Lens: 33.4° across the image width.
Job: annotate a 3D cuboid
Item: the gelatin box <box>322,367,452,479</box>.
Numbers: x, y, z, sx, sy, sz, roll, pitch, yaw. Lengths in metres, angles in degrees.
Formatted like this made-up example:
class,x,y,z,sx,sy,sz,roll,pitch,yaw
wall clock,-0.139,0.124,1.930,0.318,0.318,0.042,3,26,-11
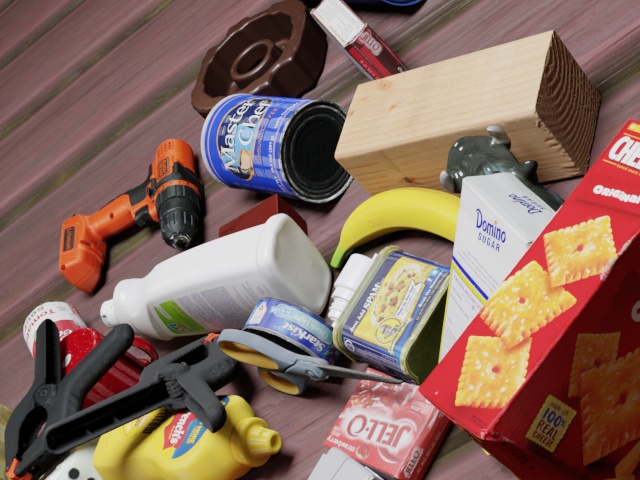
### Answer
class,x,y,z,sx,sy,sz,roll,pitch,yaw
gelatin box,0.054,0.146,0.832,0.089,0.030,0.073,13,67,51

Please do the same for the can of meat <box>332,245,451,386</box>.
class,x,y,z,sx,sy,sz,roll,pitch,yaw
can of meat,0.073,0.062,0.870,0.084,0.057,0.102,18,70,49

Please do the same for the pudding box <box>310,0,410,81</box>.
class,x,y,z,sx,sy,sz,roll,pitch,yaw
pudding box,0.044,-0.205,1.120,0.039,0.090,0.114,-44,36,6

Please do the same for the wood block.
class,x,y,z,sx,sy,sz,roll,pitch,yaw
wood block,0.126,-0.099,0.937,0.207,0.090,0.090,-9,50,40

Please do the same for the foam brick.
class,x,y,z,sx,sy,sz,roll,pitch,yaw
foam brick,-0.057,0.001,1.063,0.078,0.051,0.053,-30,39,22

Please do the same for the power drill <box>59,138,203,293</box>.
class,x,y,z,sx,sy,sz,roll,pitch,yaw
power drill,-0.217,-0.018,1.240,0.188,0.057,0.184,-32,35,16

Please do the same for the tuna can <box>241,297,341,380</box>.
class,x,y,z,sx,sy,sz,roll,pitch,yaw
tuna can,-0.024,0.085,0.922,0.086,0.086,0.033,3,57,47

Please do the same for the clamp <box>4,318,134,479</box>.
class,x,y,z,sx,sy,sz,roll,pitch,yaw
clamp,-0.254,0.144,1.005,0.120,0.039,0.171,6,58,43

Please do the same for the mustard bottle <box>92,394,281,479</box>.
class,x,y,z,sx,sy,sz,roll,pitch,yaw
mustard bottle,-0.110,0.177,0.942,0.192,0.058,0.096,-8,29,40

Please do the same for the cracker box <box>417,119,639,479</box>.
class,x,y,z,sx,sy,sz,roll,pitch,yaw
cracker box,0.185,0.060,0.666,0.213,0.164,0.072,-50,39,-4

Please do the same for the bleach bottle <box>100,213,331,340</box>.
class,x,y,z,sx,sy,sz,roll,pitch,yaw
bleach bottle,-0.118,0.047,1.030,0.251,0.102,0.068,-13,43,32

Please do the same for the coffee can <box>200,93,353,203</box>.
class,x,y,z,sx,sy,sz,roll,pitch,yaw
coffee can,-0.043,-0.097,1.096,0.141,0.102,0.102,13,66,50

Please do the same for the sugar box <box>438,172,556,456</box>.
class,x,y,z,sx,sy,sz,roll,pitch,yaw
sugar box,0.126,0.051,0.743,0.093,0.048,0.176,-124,34,-52

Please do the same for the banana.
class,x,y,z,sx,sy,sz,roll,pitch,yaw
banana,0.086,-0.013,0.943,0.198,0.037,0.069,-4,91,46

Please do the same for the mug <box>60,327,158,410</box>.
class,x,y,z,sx,sy,sz,roll,pitch,yaw
mug,-0.217,0.135,1.074,0.117,0.081,0.093,-33,38,19

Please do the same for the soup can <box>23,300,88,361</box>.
class,x,y,z,sx,sy,sz,roll,pitch,yaw
soup can,-0.283,0.117,1.171,0.068,0.068,0.102,-48,35,-1

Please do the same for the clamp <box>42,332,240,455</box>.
class,x,y,z,sx,sy,sz,roll,pitch,yaw
clamp,-0.119,0.128,0.933,0.165,0.036,0.209,-9,12,26

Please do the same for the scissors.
class,x,y,z,sx,sy,sz,roll,pitch,yaw
scissors,-0.001,0.114,0.885,0.202,0.096,0.016,13,62,36
